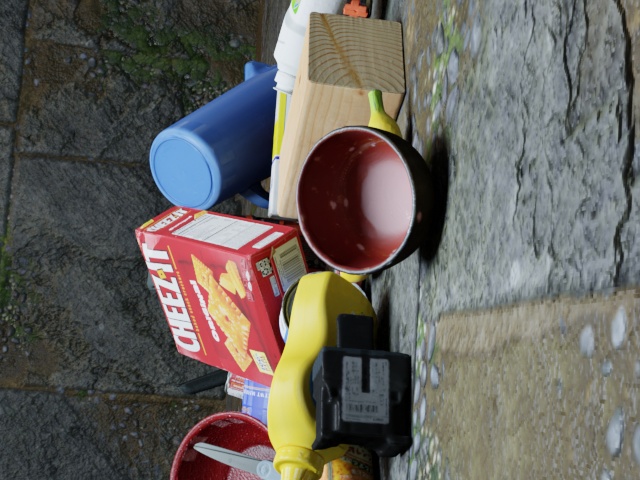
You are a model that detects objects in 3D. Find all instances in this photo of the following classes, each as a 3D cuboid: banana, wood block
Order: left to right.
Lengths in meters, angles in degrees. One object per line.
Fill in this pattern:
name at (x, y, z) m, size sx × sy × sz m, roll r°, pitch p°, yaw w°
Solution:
wood block at (0.015, -0.113, 1.046) m, size 0.206 × 0.090 × 0.091 m, roll 106°, pitch 168°, yaw -55°
banana at (0.047, -0.031, 0.949) m, size 0.069 × 0.037 × 0.198 m, roll -95°, pitch 13°, yaw -58°

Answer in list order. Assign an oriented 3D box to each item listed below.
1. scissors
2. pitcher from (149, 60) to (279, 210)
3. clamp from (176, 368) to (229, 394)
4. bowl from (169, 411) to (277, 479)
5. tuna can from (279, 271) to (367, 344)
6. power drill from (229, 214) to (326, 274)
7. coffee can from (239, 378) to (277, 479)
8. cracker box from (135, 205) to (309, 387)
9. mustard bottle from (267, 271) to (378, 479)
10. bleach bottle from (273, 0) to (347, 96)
scissors at (-0.036, 0.208, 1.029) m, size 0.016 × 0.202 × 0.096 m, roll 24°, pitch -86°, yaw -54°
pitcher at (-0.095, -0.119, 1.350) m, size 0.242 × 0.149 × 0.145 m, roll -38°, pitch -36°, yaw -49°
clamp at (-0.092, 0.154, 1.323) m, size 0.039 × 0.171 × 0.120 m, roll -119°, pitch 51°, yaw -85°
bowl at (-0.077, 0.255, 1.092) m, size 0.055 × 0.162 × 0.162 m, roll 11°, pitch -98°, yaw -55°
tuna can at (0.004, 0.075, 1.017) m, size 0.034 × 0.086 × 0.086 m, roll 104°, pitch 168°, yaw -57°
power drill at (-0.058, 0.002, 1.232) m, size 0.188 × 0.184 × 0.057 m, roll -158°, pitch 72°, yaw -72°
coffee can at (-0.039, 0.221, 1.168) m, size 0.103 × 0.102 × 0.140 m, roll 157°, pitch 118°, yaw -81°
cracker box at (-0.094, 0.060, 1.131) m, size 0.214 × 0.072 × 0.164 m, roll 11°, pitch 124°, yaw 48°
mustard bottle at (-0.002, 0.127, 0.902) m, size 0.096 × 0.058 × 0.191 m, roll 54°, pitch -141°, yaw -40°
bleach bottle at (0.008, -0.268, 1.077) m, size 0.102 × 0.068 × 0.251 m, roll -118°, pitch 48°, yaw -75°
